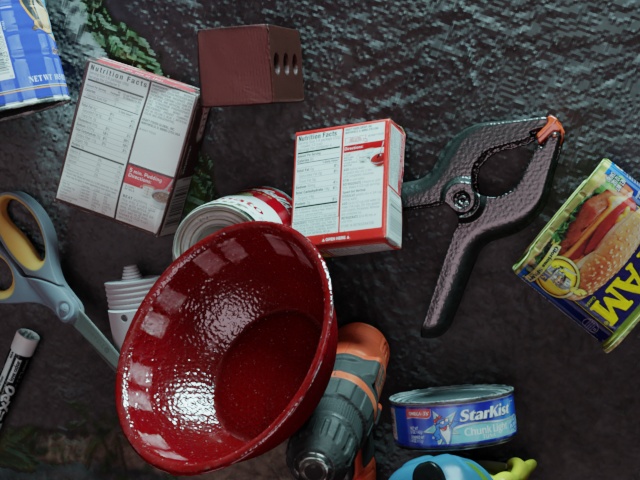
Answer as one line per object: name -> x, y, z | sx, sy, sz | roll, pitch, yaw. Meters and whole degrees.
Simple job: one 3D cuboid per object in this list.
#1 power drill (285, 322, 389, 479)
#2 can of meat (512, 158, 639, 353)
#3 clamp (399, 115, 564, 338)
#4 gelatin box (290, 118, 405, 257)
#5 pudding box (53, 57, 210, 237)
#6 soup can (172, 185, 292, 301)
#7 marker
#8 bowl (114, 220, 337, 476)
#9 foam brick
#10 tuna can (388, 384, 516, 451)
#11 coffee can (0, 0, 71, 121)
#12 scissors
power drill -> 0.016, 0.169, 0.720 | 0.057, 0.184, 0.188 | 4, 109, 12
can of meat -> 0.190, 0.008, 0.708 | 0.084, 0.057, 0.102 | 40, 105, 7
clamp -> 0.101, -0.015, 0.732 | 0.172, 0.039, 0.120 | -32, 86, 18
gelatin box -> 0.019, -0.035, 0.731 | 0.073, 0.030, 0.089 | -7, 69, 27
pudding box -> -0.138, -0.069, 0.783 | 0.090, 0.039, 0.113 | 19, 101, 10
soup can -> -0.055, 0.001, 0.741 | 0.068, 0.102, 0.068 | 2, 99, 13
marker -> -0.254, 0.126, 0.852 | 0.020, 0.020, 0.121 | 28, 104, 8
bowl -> -0.046, 0.071, 0.643 | 0.162, 0.055, 0.162 | -21, 51, 28
foam brick -> -0.047, -0.119, 0.732 | 0.051, 0.078, 0.053 | -1, 99, 15
tuna can -> 0.091, 0.121, 0.732 | 0.086, 0.086, 0.034 | -6, 88, 14
coffee can -> -0.245, -0.157, 0.761 | 0.103, 0.102, 0.140 | -12, 96, 15
scissors -> -0.206, 0.056, 0.809 | 0.096, 0.016, 0.202 | -36, 75, 24
